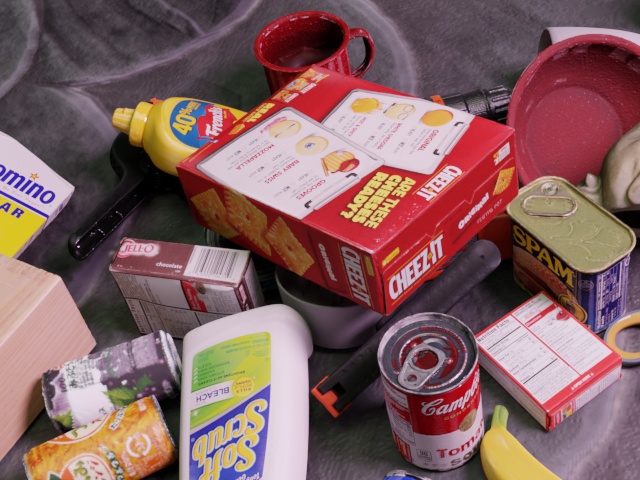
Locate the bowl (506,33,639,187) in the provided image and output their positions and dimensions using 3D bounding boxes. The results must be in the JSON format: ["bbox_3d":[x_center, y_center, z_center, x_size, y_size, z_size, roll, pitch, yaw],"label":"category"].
[{"bbox_3d":[0.225,-0.089,0.902,0.162,0.055,0.162,0,88,-9],"label":"bowl"}]

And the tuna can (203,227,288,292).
[{"bbox_3d":[-0.056,0.001,0.911,0.086,0.034,0.086,0,67,-1],"label":"tuna can"}]

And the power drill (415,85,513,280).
[{"bbox_3d":[0.110,-0.057,0.933,0.184,0.057,0.188,-16,44,1],"label":"power drill"}]

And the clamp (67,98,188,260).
[{"bbox_3d":[-0.161,-0.059,1.004,0.164,0.036,0.210,-10,45,-9],"label":"clamp"}]

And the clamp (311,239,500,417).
[{"bbox_3d":[0.066,0.067,0.817,0.171,0.120,0.039,-40,77,-2],"label":"clamp"}]

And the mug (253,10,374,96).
[{"bbox_3d":[-0.001,-0.168,1.042,0.117,0.081,0.093,-25,47,-11],"label":"mug"}]

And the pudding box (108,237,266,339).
[{"bbox_3d":[-0.104,0.044,0.863,0.114,0.090,0.039,7,53,18],"label":"pudding box"}]

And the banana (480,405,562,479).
[{"bbox_3d":[0.177,0.176,0.712,0.198,0.037,0.069,31,61,34],"label":"banana"}]

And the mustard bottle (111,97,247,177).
[{"bbox_3d":[-0.096,-0.088,0.969,0.191,0.058,0.096,14,39,3],"label":"mustard bottle"}]

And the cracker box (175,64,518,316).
[{"bbox_3d":[0.020,-0.047,0.829,0.214,0.072,0.164,25,54,39],"label":"cracker box"}]

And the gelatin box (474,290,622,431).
[{"bbox_3d":[0.168,0.088,0.801,0.073,0.030,0.089,-33,49,-15],"label":"gelatin box"}]

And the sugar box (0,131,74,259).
[{"bbox_3d":[-0.313,-0.011,0.965,0.093,0.048,0.176,38,60,-7],"label":"sugar box"}]

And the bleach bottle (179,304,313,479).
[{"bbox_3d":[-0.049,0.168,0.752,0.103,0.068,0.251,-17,47,12],"label":"bleach bottle"}]

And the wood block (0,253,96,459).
[{"bbox_3d":[-0.284,0.117,0.836,0.090,0.091,0.205,17,54,27],"label":"wood block"}]

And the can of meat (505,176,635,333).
[{"bbox_3d":[0.192,0.013,0.827,0.057,0.084,0.102,-31,49,-16],"label":"can of meat"}]

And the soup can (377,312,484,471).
[{"bbox_3d":[0.079,0.109,0.752,0.068,0.102,0.068,-6,47,7],"label":"soup can"}]
